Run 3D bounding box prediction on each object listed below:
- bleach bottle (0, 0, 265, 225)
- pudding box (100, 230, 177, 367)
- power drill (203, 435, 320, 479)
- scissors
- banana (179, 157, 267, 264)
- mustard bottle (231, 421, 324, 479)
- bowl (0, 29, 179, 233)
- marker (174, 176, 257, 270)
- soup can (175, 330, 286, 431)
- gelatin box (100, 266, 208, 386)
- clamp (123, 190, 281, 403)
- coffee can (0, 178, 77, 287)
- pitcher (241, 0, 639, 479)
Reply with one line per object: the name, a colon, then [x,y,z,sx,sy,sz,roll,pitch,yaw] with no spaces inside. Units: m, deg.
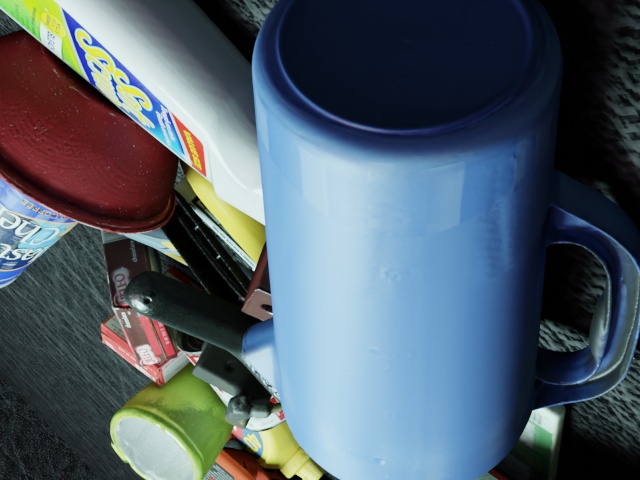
bleach bottle: [-0.080,-0.092,0.572,0.251,0.068,0.103,42,160,-3]
pudding box: [-0.149,0.033,0.868,0.090,0.039,0.113,83,174,-53]
power drill: [-0.055,0.249,1.060,0.185,0.057,0.187,31,180,24]
scissors: [-0.141,-0.013,0.792,0.201,0.016,0.096,24,166,-2]
banana: [-0.021,0.018,0.698,0.197,0.037,0.070,52,156,-21]
mustard bottle: [-0.071,0.159,1.011,0.191,0.058,0.096,42,153,3]
bowl: [-0.142,-0.079,0.644,0.162,0.055,0.162,33,-156,-17]
marker: [-0.055,0.001,0.750,0.121,0.020,0.020,45,158,-3]
soup can: [-0.064,0.101,0.880,0.069,0.068,0.102,14,144,51]
gelatin box: [-0.132,0.074,0.918,0.073,0.089,0.030,32,146,26]
clamp: [-0.043,0.059,0.682,0.210,0.036,0.164,44,-166,-11]
coffee can: [-0.214,-0.042,0.753,0.141,0.102,0.103,-35,103,31]
pitcher: [0.047,0.002,0.457,0.145,0.149,0.243,49,160,31]
